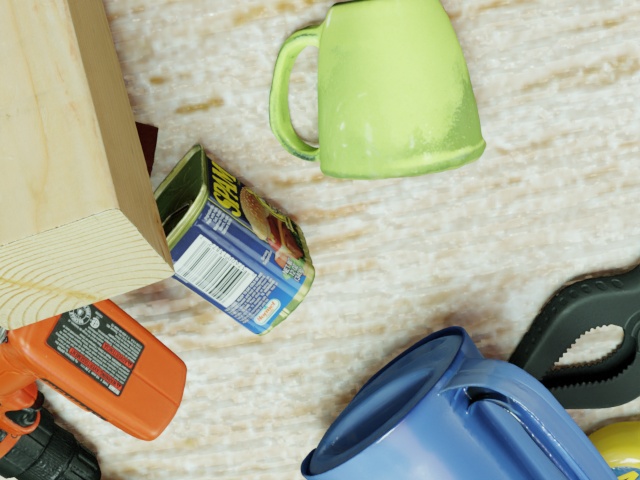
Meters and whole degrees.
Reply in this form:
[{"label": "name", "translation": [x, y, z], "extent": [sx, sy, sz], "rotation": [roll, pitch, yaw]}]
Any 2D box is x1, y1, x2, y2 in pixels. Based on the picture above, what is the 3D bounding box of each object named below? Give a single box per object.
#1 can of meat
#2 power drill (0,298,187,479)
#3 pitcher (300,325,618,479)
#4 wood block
[{"label": "can of meat", "translation": [-0.054, 0.001, 0.619], "extent": [0.084, 0.102, 0.057], "rotation": [37, 104, -19]}, {"label": "power drill", "translation": [-0.164, 0.093, 0.623], "extent": [0.188, 0.057, 0.184], "rotation": [-22, 127, 41]}, {"label": "pitcher", "translation": [0.118, 0.177, 0.650], "extent": [0.145, 0.149, 0.243], "rotation": [-42, 94, 3]}, {"label": "wood block", "translation": [-0.148, -0.074, 0.523], "extent": [0.090, 0.091, 0.206], "rotation": [-19, 68, 1]}]
